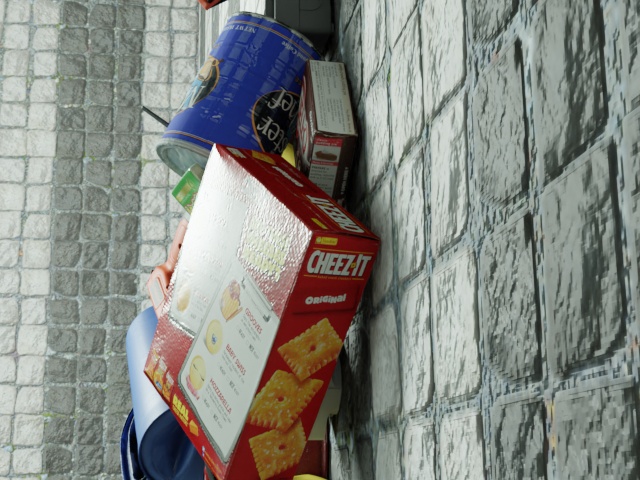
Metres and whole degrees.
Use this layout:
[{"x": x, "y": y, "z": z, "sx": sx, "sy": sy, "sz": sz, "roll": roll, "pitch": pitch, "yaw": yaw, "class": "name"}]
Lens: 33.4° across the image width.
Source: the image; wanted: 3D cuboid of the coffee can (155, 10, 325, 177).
[{"x": -0.069, "y": -0.116, "z": 0.951, "sx": 0.140, "sy": 0.103, "sz": 0.103, "roll": -63, "pitch": 3, "yaw": -15, "class": "coffee can"}]

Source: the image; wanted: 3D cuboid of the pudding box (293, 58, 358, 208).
[{"x": 0.002, "y": -0.083, "z": 0.882, "sx": 0.113, "sy": 0.039, "sz": 0.090, "roll": -99, "pitch": 14, "yaw": -50, "class": "pudding box"}]

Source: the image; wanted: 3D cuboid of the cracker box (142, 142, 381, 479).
[{"x": -0.051, "y": 0.056, "z": 0.823, "sx": 0.164, "sy": 0.071, "sz": 0.214, "roll": 42, "pitch": 119, "yaw": 49, "class": "cracker box"}]

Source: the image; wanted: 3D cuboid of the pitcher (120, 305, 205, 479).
[{"x": -0.169, "y": 0.181, "z": 1.253, "sx": 0.243, "sy": 0.149, "sz": 0.145, "roll": -122, "pitch": 28, "yaw": -59, "class": "pitcher"}]

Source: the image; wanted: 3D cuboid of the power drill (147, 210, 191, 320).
[{"x": -0.124, "y": 0.001, "z": 1.131, "sx": 0.188, "sy": 0.057, "sz": 0.184, "roll": -67, "pitch": 24, "yaw": 20, "class": "power drill"}]
